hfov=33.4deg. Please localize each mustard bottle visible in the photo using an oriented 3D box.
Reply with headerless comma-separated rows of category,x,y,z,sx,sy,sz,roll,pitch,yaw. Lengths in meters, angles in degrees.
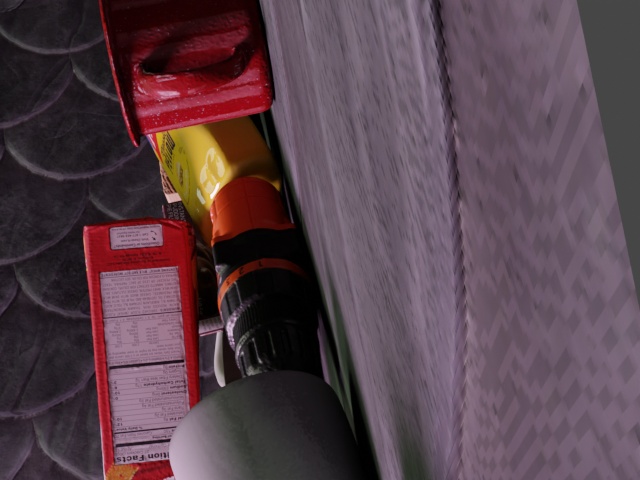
mustard bottle,-0.095,-0.091,0.726,0.192,0.058,0.096,58,155,27

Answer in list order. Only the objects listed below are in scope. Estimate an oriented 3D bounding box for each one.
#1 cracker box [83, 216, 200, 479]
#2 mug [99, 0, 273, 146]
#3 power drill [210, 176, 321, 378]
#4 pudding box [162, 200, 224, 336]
cracker box,-0.113,0.094,0.729,0.164,0.072,0.214,165,99,-82
mug,-0.071,-0.101,0.584,0.117,0.081,0.093,-112,11,-68
power drill,-0.023,0.080,0.624,0.184,0.057,0.188,-104,7,-54
pudding box,-0.072,0.014,0.857,0.039,0.090,0.113,80,176,-64
